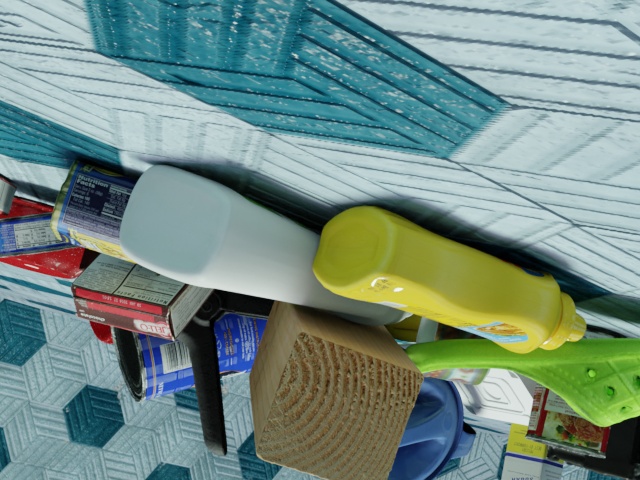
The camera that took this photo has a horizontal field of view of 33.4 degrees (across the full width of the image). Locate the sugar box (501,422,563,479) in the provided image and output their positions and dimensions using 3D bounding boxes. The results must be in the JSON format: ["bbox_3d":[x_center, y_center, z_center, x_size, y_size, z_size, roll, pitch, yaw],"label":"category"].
[{"bbox_3d":[0.220,0.197,1.075,0.048,0.176,0.093,9,169,27],"label":"sugar box"}]

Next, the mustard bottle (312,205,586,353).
[{"bbox_3d":[0.097,0.033,0.695,0.191,0.058,0.096,20,170,-26],"label":"mustard bottle"}]

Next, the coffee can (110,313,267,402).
[{"bbox_3d":[-0.117,0.086,1.009,0.140,0.103,0.103,-13,-179,-23],"label":"coffee can"}]

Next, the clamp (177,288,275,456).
[{"bbox_3d":[-0.085,0.056,0.928,0.210,0.164,0.036,52,175,11],"label":"clamp"}]

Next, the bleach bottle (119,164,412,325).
[{"bbox_3d":[-0.016,0.017,0.762,0.103,0.068,0.250,21,180,41],"label":"bleach bottle"}]

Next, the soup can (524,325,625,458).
[{"bbox_3d":[0.218,0.127,0.908,0.068,0.102,0.068,14,170,2],"label":"soup can"}]

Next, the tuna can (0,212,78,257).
[{"bbox_3d":[-0.244,-0.007,0.944,0.086,0.034,0.086,-7,-177,0],"label":"tuna can"}]

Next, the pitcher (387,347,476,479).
[{"bbox_3d":[0.035,0.145,1.062,0.243,0.145,0.149,36,152,61],"label":"pitcher"}]

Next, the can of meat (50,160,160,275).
[{"bbox_3d":[-0.148,-0.016,0.783,0.084,0.057,0.102,18,170,-8],"label":"can of meat"}]

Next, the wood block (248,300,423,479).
[{"bbox_3d":[0.003,0.102,0.793,0.090,0.090,0.206,19,-176,-7],"label":"wood block"}]

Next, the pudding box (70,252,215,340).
[{"bbox_3d":[-0.132,0.027,0.859,0.090,0.113,0.039,12,130,19],"label":"pudding box"}]

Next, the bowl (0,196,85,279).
[{"bbox_3d":[-0.285,0.001,1.074,0.162,0.055,0.162,14,170,2],"label":"bowl"}]
